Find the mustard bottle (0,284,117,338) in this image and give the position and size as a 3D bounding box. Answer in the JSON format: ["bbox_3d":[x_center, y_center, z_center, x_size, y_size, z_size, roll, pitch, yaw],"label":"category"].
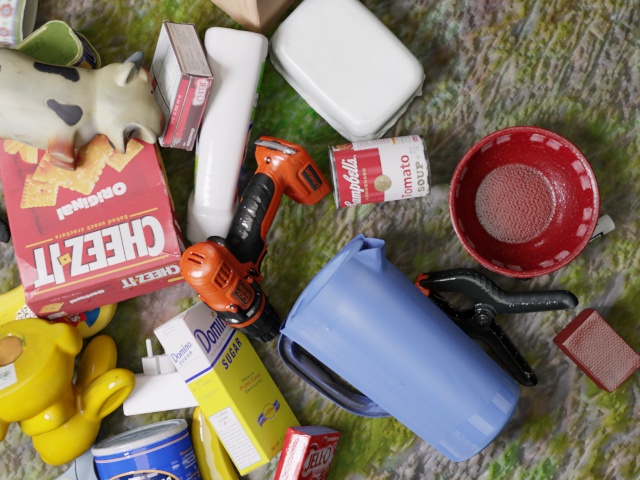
[{"bbox_3d":[-0.276,0.066,1.142,0.191,0.058,0.096,-34,91,-1],"label":"mustard bottle"}]

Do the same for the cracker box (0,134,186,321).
[{"bbox_3d":[-0.238,-0.043,1.104,0.164,0.072,0.214,-17,68,-1],"label":"cracker box"}]

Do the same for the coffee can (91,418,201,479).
[{"bbox_3d":[-0.172,0.270,1.120,0.103,0.103,0.140,-15,90,-1],"label":"coffee can"}]

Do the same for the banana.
[{"bbox_3d":[-0.087,0.269,1.152,0.069,0.037,0.198,-41,86,6],"label":"banana"}]

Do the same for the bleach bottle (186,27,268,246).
[{"bbox_3d":[-0.106,-0.095,1.136,0.068,0.102,0.251,8,96,-5],"label":"bleach bottle"}]

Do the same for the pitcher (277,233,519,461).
[{"bbox_3d":[0.080,0.123,1.121,0.243,0.149,0.145,41,74,-4],"label":"pitcher"}]

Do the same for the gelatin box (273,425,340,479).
[{"bbox_3d":[-0.015,0.235,1.129,0.030,0.089,0.073,16,89,23],"label":"gelatin box"}]

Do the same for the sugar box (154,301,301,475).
[{"bbox_3d":[-0.095,0.148,1.124,0.048,0.093,0.176,-29,92,25],"label":"sugar box"}]

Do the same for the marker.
[{"bbox_3d":[0.266,0.010,1.170,0.121,0.020,0.020,-30,90,-1],"label":"marker"}]

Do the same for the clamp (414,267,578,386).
[{"bbox_3d":[0.180,0.088,1.151,0.171,0.039,0.120,17,109,13],"label":"clamp"}]

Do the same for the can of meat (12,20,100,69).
[{"bbox_3d":[-0.290,-0.183,1.131,0.102,0.084,0.057,-38,90,-1],"label":"can of meat"}]

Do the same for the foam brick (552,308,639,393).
[{"bbox_3d":[0.300,0.119,1.154,0.053,0.051,0.078,-44,90,0],"label":"foam brick"}]

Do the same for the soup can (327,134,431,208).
[{"bbox_3d":[0.063,-0.074,1.143,0.102,0.068,0.068,-8,90,-1],"label":"soup can"}]

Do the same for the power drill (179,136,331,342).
[{"bbox_3d":[-0.057,0.001,1.113,0.057,0.184,0.187,17,71,28],"label":"power drill"}]

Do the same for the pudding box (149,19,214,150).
[{"bbox_3d":[-0.147,-0.162,1.104,0.039,0.113,0.090,5,128,-26],"label":"pudding box"}]

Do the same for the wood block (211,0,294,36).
[{"bbox_3d":[-0.069,-0.283,1.074,0.090,0.206,0.091,39,89,-1],"label":"wood block"}]

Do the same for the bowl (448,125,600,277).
[{"bbox_3d":[0.215,-0.041,1.152,0.162,0.055,0.162,0,90,-1],"label":"bowl"}]

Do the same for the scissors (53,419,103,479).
[{"bbox_3d":[-0.240,0.243,1.163,0.096,0.016,0.202,31,89,-2],"label":"scissors"}]
